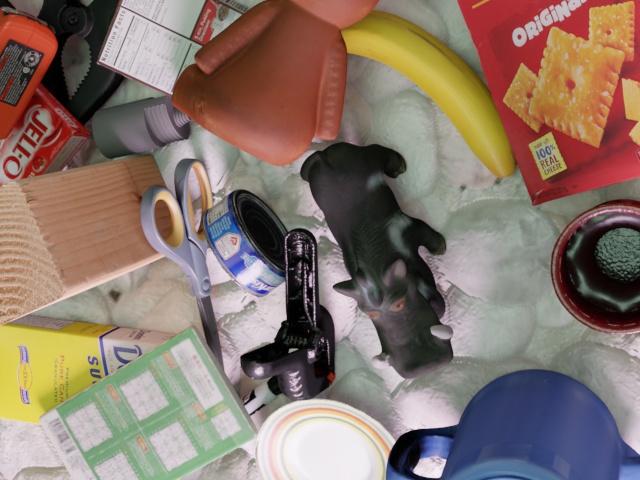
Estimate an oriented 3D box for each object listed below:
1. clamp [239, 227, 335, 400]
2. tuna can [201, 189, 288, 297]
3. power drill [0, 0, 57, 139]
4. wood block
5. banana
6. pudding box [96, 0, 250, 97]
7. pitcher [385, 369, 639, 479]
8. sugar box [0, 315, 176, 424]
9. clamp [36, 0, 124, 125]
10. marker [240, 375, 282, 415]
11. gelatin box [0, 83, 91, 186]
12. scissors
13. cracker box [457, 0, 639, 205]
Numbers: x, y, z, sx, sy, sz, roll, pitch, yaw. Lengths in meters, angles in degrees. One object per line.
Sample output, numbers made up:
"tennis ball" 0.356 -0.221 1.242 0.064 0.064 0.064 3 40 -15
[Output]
"clamp" -0.020 0.084 0.831 0.039 0.120 0.171 15 147 23
"tuna can" -0.056 0.001 0.866 0.034 0.086 0.086 -35 87 18
"power drill" -0.308 -0.161 0.898 0.188 0.057 0.184 42 107 36
"wood block" -0.199 -0.004 0.848 0.090 0.205 0.091 -22 92 20
"banana" 0.079 -0.126 0.827 0.198 0.037 0.070 34 135 13
"pudding box" -0.113 -0.163 0.866 0.113 0.039 0.090 25 108 -4
"pitcher" 0.133 0.175 0.748 0.149 0.242 0.145 -41 82 14
"sugar box" -0.212 0.123 0.961 0.176 0.048 0.093 5 101 19
"clamp" -0.193 -0.191 0.904 0.165 0.036 0.210 8 101 15
"marker" -0.065 0.145 0.929 0.121 0.020 0.020 -37 87 20
"gelatin box" -0.249 -0.083 0.902 0.073 0.030 0.089 45 106 12
"scissors" -0.112 0.033 0.891 0.016 0.096 0.202 1 97 30
"cracker box" 0.182 -0.144 0.727 0.164 0.072 0.214 -16 96 57
